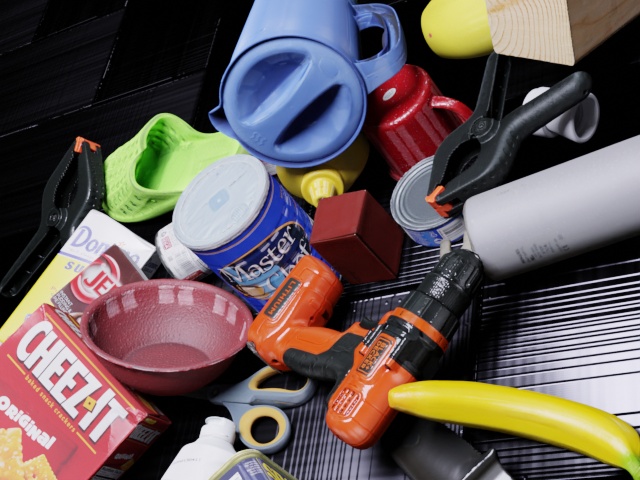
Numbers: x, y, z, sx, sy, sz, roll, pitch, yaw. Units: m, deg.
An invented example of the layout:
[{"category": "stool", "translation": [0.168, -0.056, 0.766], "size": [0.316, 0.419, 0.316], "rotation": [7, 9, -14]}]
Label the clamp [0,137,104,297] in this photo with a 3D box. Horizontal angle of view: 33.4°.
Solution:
[{"category": "clamp", "translation": [-0.307, -0.017, 1.256], "size": [0.165, 0.036, 0.210], "rotation": [-1, 74, 38]}]

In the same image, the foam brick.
[{"category": "foam brick", "translation": [0.034, -0.002, 0.981], "size": [0.053, 0.078, 0.051], "rotation": [-9, 53, 32]}]

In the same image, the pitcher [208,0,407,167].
[{"category": "pitcher", "translation": [-0.009, -0.189, 1.043], "size": [0.242, 0.149, 0.145], "rotation": [-85, 18, -55]}]

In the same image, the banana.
[{"category": "banana", "translation": [0.150, 0.130, 0.784], "size": [0.198, 0.069, 0.037], "rotation": [11, 92, 28]}]

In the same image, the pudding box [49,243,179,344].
[{"category": "pudding box", "translation": [-0.209, 0.074, 1.097], "size": [0.090, 0.039, 0.113], "rotation": [-41, 75, 0]}]

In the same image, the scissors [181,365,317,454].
[{"category": "scissors", "translation": [-0.092, 0.159, 0.992], "size": [0.202, 0.016, 0.096], "rotation": [-14, 49, 29]}]

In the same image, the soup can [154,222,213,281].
[{"category": "soup can", "translation": [-0.111, -0.005, 1.103], "size": [0.102, 0.068, 0.068], "rotation": [-30, 43, 15]}]

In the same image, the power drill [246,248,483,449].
[{"category": "power drill", "translation": [0.032, 0.069, 0.899], "size": [0.184, 0.057, 0.188], "rotation": [-52, 33, -13]}]

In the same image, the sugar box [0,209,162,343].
[{"category": "sugar box", "translation": [-0.259, 0.061, 1.155], "size": [0.093, 0.048, 0.176], "rotation": [30, 79, 16]}]

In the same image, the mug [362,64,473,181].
[{"category": "mug", "translation": [0.095, -0.114, 1.023], "size": [0.117, 0.081, 0.093], "rotation": [4, 59, 40]}]

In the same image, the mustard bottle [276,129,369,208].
[{"category": "mustard bottle", "translation": [0.002, -0.092, 1.069], "size": [0.096, 0.058, 0.191], "rotation": [-22, 34, 15]}]

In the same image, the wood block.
[{"category": "wood block", "translation": [0.248, -0.248, 0.958], "size": [0.205, 0.090, 0.091], "rotation": [-36, 37, -28]}]

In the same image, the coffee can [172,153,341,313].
[{"category": "coffee can", "translation": [-0.057, 0.001, 1.001], "size": [0.103, 0.140, 0.103], "rotation": [-21, 46, 23]}]

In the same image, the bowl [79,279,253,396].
[{"category": "bowl", "translation": [-0.144, 0.098, 1.006], "size": [0.162, 0.055, 0.162], "rotation": [4, 28, -2]}]

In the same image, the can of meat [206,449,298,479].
[{"category": "can of meat", "translation": [-0.034, 0.223, 0.832], "size": [0.057, 0.102, 0.084], "rotation": [-43, 43, 0]}]

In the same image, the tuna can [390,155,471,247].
[{"category": "tuna can", "translation": [0.110, -0.036, 0.984], "size": [0.086, 0.033, 0.086], "rotation": [-21, 46, 23]}]

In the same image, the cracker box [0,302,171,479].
[{"category": "cracker box", "translation": [-0.278, 0.193, 1.020], "size": [0.164, 0.072, 0.213], "rotation": [42, 87, 20]}]

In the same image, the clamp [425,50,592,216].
[{"category": "clamp", "translation": [0.159, -0.093, 0.932], "size": [0.120, 0.039, 0.171], "rotation": [17, 74, 55]}]
